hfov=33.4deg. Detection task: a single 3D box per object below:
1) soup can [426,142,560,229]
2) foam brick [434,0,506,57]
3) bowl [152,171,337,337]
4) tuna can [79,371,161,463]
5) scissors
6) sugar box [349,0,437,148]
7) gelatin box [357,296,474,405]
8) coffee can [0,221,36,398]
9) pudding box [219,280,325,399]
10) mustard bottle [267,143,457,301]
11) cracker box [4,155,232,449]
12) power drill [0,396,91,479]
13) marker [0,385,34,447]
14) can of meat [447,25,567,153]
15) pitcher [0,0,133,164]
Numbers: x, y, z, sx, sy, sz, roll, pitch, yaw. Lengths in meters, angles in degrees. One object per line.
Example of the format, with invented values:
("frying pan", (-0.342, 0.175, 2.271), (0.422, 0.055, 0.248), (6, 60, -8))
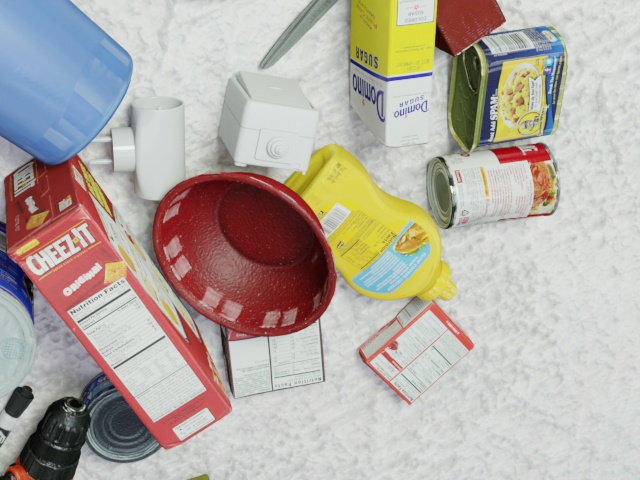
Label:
("soup can", (0.154, -0.049, 0.958), (0.102, 0.068, 0.068), (-8, 114, -11))
("foam brick", (0.107, -0.193, 0.878), (0.053, 0.078, 0.051), (-34, 116, 0))
("bowl", (-0.056, 0.001, 0.888), (0.162, 0.055, 0.162), (11, 126, 15))
("tuna can", (-0.177, 0.160, 0.975), (0.086, 0.034, 0.086), (-6, 114, -13))
("scissors", (0.038, -0.211, 0.885), (0.096, 0.016, 0.202), (25, 104, -23))
("sugar box", (0.056, -0.171, 0.849), (0.048, 0.093, 0.176), (-8, 123, -16))
("gelatin box", (0.092, 0.104, 1.027), (0.089, 0.030, 0.073), (-42, 118, 5))
("coffee can", (-0.278, 0.052, 0.841), (0.102, 0.140, 0.103), (-6, 114, -13))
("pudding box", (-0.045, 0.083, 0.977), (0.090, 0.039, 0.113), (-9, 116, -12))
("mustard bottle", (0.051, 0.001, 0.955), (0.191, 0.058, 0.096), (34, 110, -25))
("cracker box", (-0.166, 0.043, 0.855), (0.072, 0.164, 0.213), (-33, 117, -2))
("power drill", (-0.291, 0.218, 0.902), (0.187, 0.057, 0.185), (-6, 131, -49))
("marker", (-0.294, 0.180, 0.959), (0.020, 0.020, 0.121), (30, 102, -25))
("can of meat", (0.162, -0.132, 0.923), (0.083, 0.057, 0.102), (-10, 129, -14))
("pitcher", (-0.261, -0.154, 0.761), (0.242, 0.145, 0.149), (38, 101, -29))
